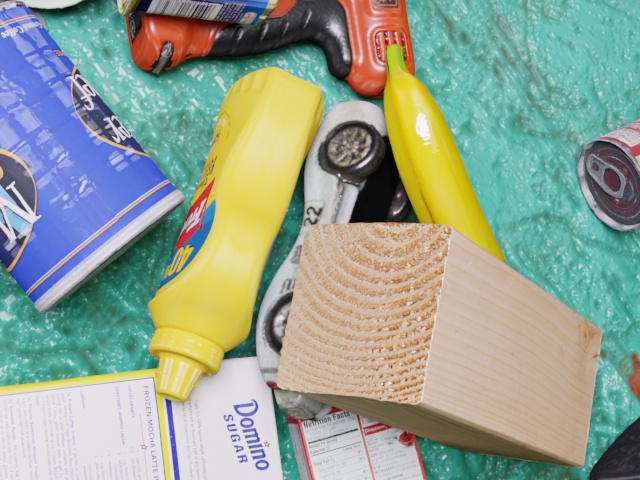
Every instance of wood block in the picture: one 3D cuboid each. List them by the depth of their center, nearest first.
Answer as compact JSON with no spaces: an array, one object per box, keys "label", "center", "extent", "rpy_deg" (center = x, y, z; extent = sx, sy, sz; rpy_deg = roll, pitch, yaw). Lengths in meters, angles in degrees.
[{"label":"wood block","center":[0.076,0.065,0.607],"extent":[0.205,0.090,0.091],"rpy_deg":[29,68,-51]}]

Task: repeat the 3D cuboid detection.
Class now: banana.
[{"label":"banana","center":[0.083,-0.026,0.667],"extent":[0.198,0.037,0.069],"rpy_deg":[66,30,-19]}]

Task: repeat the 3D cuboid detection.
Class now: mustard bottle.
[{"label":"mustard bottle","center":[-0.054,0.001,0.614],"extent":[0.058,0.096,0.191],"rpy_deg":[24,68,-16]}]

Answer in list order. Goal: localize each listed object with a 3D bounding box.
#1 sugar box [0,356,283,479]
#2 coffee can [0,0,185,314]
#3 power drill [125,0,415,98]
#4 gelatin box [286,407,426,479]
[{"label":"sugar box","center":[-0.112,0.121,0.609],"extent":[0.176,0.048,0.093],"rpy_deg":[-3,79,-23]},{"label":"coffee can","center":[-0.158,-0.045,0.591],"extent":[0.102,0.103,0.140],"rpy_deg":[-41,95,-21]},{"label":"power drill","center":[-0.033,-0.180,0.685],"extent":[0.187,0.057,0.184],"rpy_deg":[-6,79,-19]},{"label":"gelatin box","center":[0.025,0.142,0.661],"extent":[0.073,0.030,0.089],"rpy_deg":[-13,84,-20]}]
